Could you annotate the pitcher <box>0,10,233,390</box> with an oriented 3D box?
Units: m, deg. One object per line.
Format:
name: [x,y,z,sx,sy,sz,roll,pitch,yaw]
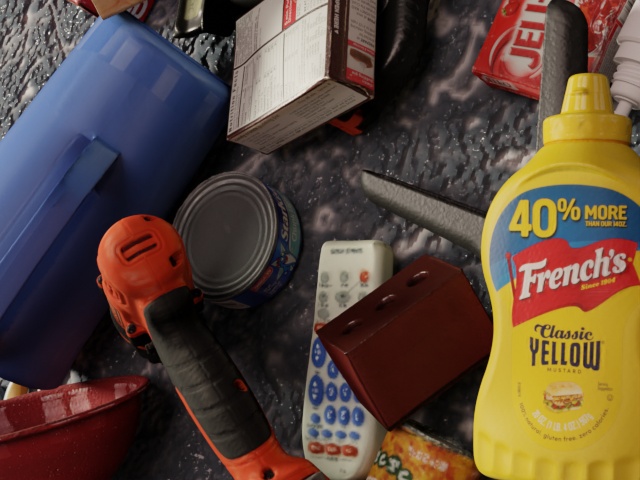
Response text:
pitcher: [-0.164,-0.028,0.709,0.149,0.144,0.243,39,95,36]

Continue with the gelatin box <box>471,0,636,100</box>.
gelatin box: [0.137,-0.122,0.603,0.073,0.030,0.089,25,89,36]

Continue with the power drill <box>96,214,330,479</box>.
power drill: [-0.064,0.090,0.612,0.057,0.184,0.188,-31,74,-13]

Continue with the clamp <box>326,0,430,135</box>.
clamp: [0.048,-0.150,0.661,0.120,0.039,0.171,3,79,54]

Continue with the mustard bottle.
mustard bottle: [0.123,0.018,0.500,0.096,0.058,0.191,0,86,33]

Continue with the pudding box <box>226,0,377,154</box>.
pudding box: [-0.013,-0.114,0.661,0.114,0.039,0.090,-23,59,51]

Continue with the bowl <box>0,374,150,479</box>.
bowl: [-0.181,0.133,0.673,0.162,0.161,0.055,-11,94,31]

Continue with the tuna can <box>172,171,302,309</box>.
tuna can: [-0.055,0.001,0.689,0.086,0.033,0.086,-11,69,31]

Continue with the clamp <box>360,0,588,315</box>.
clamp: [0.109,0.000,0.572,0.165,0.036,0.210,-34,67,36]

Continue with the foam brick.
foam brick: [0.046,0.052,0.569,0.078,0.051,0.053,-35,18,-10]
